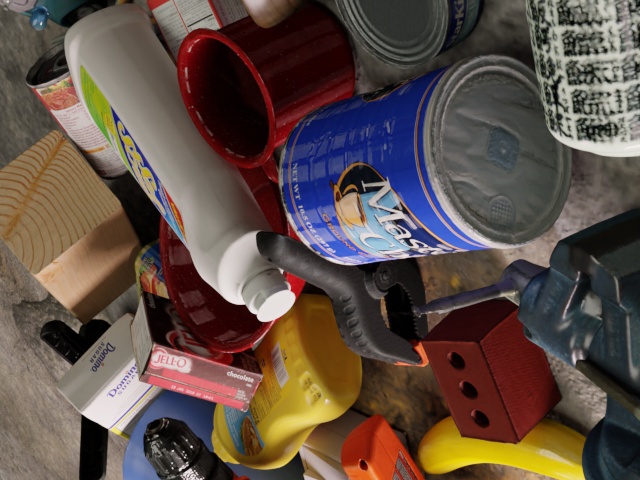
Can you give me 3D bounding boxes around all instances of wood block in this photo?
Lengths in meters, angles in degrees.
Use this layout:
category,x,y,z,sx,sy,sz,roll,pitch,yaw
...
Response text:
category,x,y,z,sx,sy,sz,roll,pitch,yaw
wood block,-0.220,-0.005,0.941,0.090,0.090,0.206,49,169,11

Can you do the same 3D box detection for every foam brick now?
category,x,y,z,sx,sy,sz,roll,pitch,yaw
foam brick,0.111,0.084,0.693,0.053,0.051,0.078,-5,114,53

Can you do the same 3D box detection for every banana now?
category,x,y,z,sx,sy,sz,roll,pitch,yaw
banana,0.126,0.148,0.742,0.198,0.037,0.069,-2,115,53

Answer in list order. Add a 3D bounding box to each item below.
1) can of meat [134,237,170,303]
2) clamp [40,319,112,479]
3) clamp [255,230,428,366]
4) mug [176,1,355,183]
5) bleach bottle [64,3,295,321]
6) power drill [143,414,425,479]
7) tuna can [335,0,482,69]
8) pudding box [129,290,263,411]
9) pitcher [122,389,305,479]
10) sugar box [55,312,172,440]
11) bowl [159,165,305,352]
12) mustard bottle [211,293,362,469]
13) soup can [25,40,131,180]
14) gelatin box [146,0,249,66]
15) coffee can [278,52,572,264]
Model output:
category,x,y,z,sx,sy,sz,roll,pitch,yaw
can of meat,-0.120,0.054,0.960,0.084,0.057,0.102,38,143,30
clamp,-0.231,0.126,1.074,0.210,0.036,0.164,-91,-9,-71
clamp,0.032,0.012,0.713,0.039,0.120,0.171,9,146,45
mug,-0.028,-0.094,0.688,0.093,0.081,0.117,1,117,52
bleach bottle,-0.093,-0.050,0.736,0.251,0.068,0.102,53,160,30
power drill,-0.023,0.189,0.809,0.188,0.057,0.184,-18,120,28
tuna can,0.048,-0.142,0.596,0.086,0.033,0.086,33,140,32
pudding box,-0.101,0.086,0.847,0.039,0.090,0.113,-66,20,10
pitcher,-0.060,0.246,0.976,0.243,0.144,0.149,28,137,32
sugar box,-0.171,0.137,1.002,0.048,0.093,0.176,39,169,26
bowl,-0.055,0.001,0.802,0.162,0.055,0.162,5,96,48
mustard bottle,-0.039,0.131,0.869,0.192,0.058,0.096,-49,48,41
soup can,-0.181,-0.108,0.866,0.069,0.068,0.102,13,145,46
gelatin box,-0.077,-0.144,0.759,0.073,0.030,0.089,-9,110,53
coffee can,0.056,-0.041,0.609,0.141,0.102,0.103,-8,111,55
